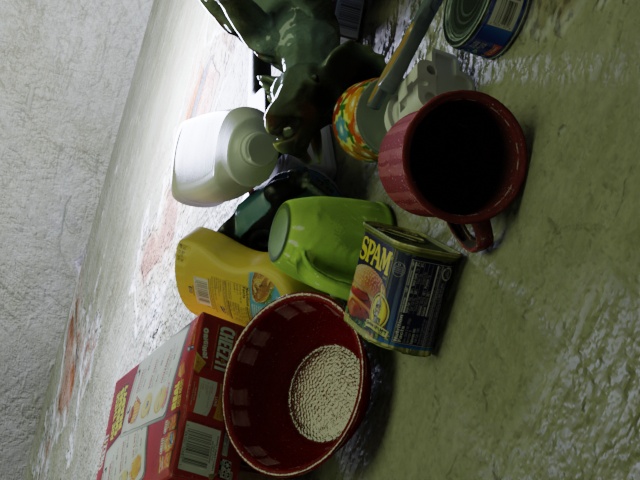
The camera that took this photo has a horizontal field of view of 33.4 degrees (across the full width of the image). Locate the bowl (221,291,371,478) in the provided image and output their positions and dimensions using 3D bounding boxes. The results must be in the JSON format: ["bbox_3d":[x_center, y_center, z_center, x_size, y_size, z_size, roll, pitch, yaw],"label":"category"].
[{"bbox_3d":[-0.010,0.129,0.933,0.162,0.055,0.162,-16,64,35],"label":"bowl"}]

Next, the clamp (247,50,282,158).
[{"bbox_3d":[-0.068,-0.138,1.181,0.210,0.036,0.164,-150,72,-73],"label":"clamp"}]

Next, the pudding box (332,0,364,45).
[{"bbox_3d":[0.021,-0.267,1.192,0.090,0.039,0.113,157,127,-71],"label":"pudding box"}]

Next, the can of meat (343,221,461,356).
[{"bbox_3d":[0.062,0.037,0.843,0.102,0.057,0.084,-144,66,-70],"label":"can of meat"}]

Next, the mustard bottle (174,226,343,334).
[{"bbox_3d":[-0.051,0.054,1.029,0.058,0.192,0.096,-39,-44,-43],"label":"mustard bottle"}]

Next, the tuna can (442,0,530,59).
[{"bbox_3d":[0.129,-0.186,0.829,0.086,0.033,0.086,-167,90,-72],"label":"tuna can"}]

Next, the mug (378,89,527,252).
[{"bbox_3d":[0.095,-0.047,0.773,0.117,0.093,0.082,67,168,-6],"label":"mug"}]

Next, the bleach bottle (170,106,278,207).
[{"bbox_3d":[-0.094,-0.081,1.079,0.251,0.068,0.102,-170,84,-71],"label":"bleach bottle"}]

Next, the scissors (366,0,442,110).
[{"bbox_3d":[0.084,-0.185,0.895,0.201,0.016,0.096,-63,5,-36],"label":"scissors"}]

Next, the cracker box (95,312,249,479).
[{"bbox_3d":[-0.146,0.187,1.042,0.214,0.072,0.164,-39,36,49],"label":"cracker box"}]
